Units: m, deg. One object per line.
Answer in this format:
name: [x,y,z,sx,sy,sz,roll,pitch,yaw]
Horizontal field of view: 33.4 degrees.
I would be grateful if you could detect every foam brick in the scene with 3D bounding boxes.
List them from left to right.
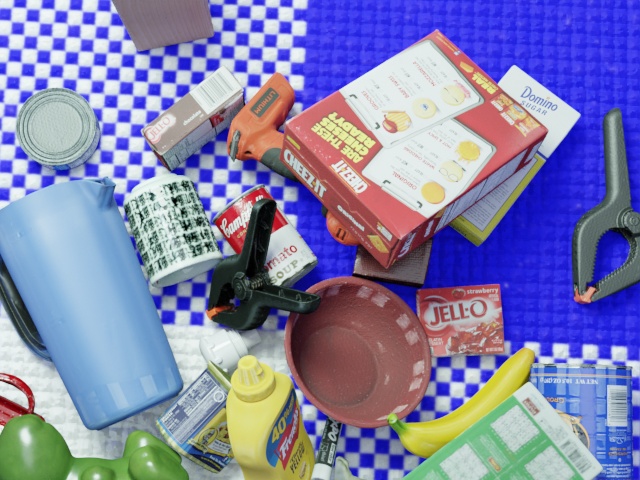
foam brick: [0.075,0.019,1.127,0.078,0.053,0.051,9,82,2]

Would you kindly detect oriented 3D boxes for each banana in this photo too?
banana: [0.151,0.174,1.088,0.197,0.037,0.070,-22,125,-32]

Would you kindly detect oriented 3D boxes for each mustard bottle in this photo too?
mustard bottle: [-0.050,0.183,1.031,0.058,0.191,0.096,6,42,23]

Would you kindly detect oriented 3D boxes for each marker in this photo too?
marker: [0.013,0.192,1.095,0.020,0.020,0.121,15,55,1]

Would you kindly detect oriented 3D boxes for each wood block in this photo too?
wood block: [-0.168,-0.274,1.088,0.091,0.206,0.090,-11,82,-2]

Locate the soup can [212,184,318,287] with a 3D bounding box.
soup can: [-0.057,0.001,1.121,0.068,0.068,0.102,-36,85,-5]

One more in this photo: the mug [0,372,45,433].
mug: [-0.327,0.189,1.079,0.081,0.093,0.117,26,100,-2]

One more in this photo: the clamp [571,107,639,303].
clamp: [0.325,-0.029,1.143,0.164,0.036,0.210,39,84,4]

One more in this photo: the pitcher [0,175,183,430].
pitcher: [-0.241,0.068,1.089,0.144,0.149,0.243,-22,86,-19]

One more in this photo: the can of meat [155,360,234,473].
can of meat: [-0.107,0.181,1.080,0.084,0.102,0.057,-46,53,-4]

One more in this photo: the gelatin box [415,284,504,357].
gelatin box: [0.147,0.086,1.129,0.089,0.030,0.073,-3,82,-1]

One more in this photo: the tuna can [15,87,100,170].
tuna can: [-0.282,-0.120,1.152,0.086,0.034,0.086,0,82,-1]

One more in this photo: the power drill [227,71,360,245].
power drill: [0.011,-0.101,1.124,0.188,0.057,0.184,30,55,11]

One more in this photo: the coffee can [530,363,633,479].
coffee can: [0.263,0.196,1.078,0.103,0.103,0.140,2,82,0]

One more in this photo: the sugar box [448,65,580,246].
sugar box: [0.189,-0.091,1.148,0.093,0.048,0.176,39,80,5]

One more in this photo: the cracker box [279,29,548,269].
cracker box: [0.092,-0.095,1.061,0.213,0.072,0.164,-35,70,-25]

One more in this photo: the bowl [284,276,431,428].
bowl: [0.030,0.121,1.093,0.162,0.055,0.162,10,61,-19]

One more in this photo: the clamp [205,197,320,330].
clamp: [-0.062,0.049,1.067,0.039,0.172,0.120,-11,63,-34]

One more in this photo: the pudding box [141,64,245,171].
pudding box: [-0.132,-0.127,1.127,0.113,0.090,0.039,-38,86,-6]
